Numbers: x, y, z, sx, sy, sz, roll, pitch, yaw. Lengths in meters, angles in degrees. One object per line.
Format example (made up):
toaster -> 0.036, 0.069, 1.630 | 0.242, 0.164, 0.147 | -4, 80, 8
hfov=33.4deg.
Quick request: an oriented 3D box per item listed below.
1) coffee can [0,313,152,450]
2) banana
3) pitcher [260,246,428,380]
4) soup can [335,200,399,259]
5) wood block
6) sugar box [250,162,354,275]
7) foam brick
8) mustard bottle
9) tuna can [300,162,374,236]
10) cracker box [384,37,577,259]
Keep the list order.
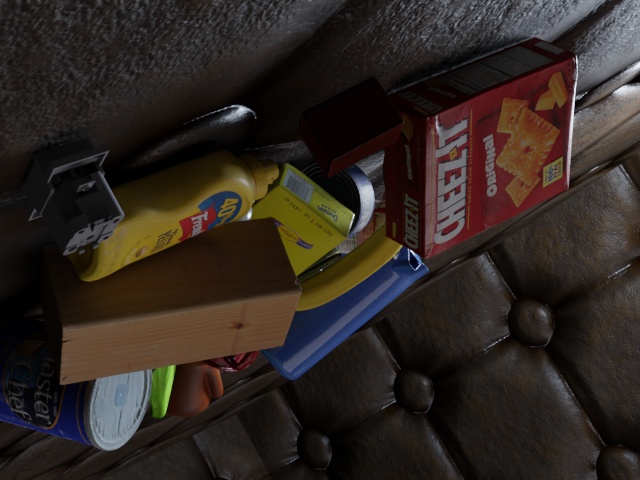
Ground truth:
coffee can -> -0.244, 0.131, 1.001 | 0.140, 0.103, 0.102 | 10, -174, 22
banana -> 0.030, 0.032, 1.190 | 0.198, 0.037, 0.069 | -34, 169, 20
pitcher -> 0.011, 0.066, 1.432 | 0.243, 0.145, 0.149 | -42, 167, -3
soup can -> 0.043, -0.016, 1.266 | 0.102, 0.068, 0.068 | 6, 177, 12
wood block -> -0.134, 0.051, 0.939 | 0.205, 0.090, 0.091 | -8, 144, -22
sugar box -> -0.057, 0.002, 1.110 | 0.177, 0.093, 0.048 | -40, -159, 37
foam brick -> 0.028, -0.102, 0.965 | 0.078, 0.051, 0.053 | -28, 169, -12
mustard bottle -> -0.115, -0.031, 0.886 | 0.191, 0.058, 0.096 | -24, 164, -32
tuna can -> 0.013, -0.042, 1.124 | 0.086, 0.086, 0.033 | -36, 170, 32
cracker box -> 0.167, -0.096, 1.096 | 0.213, 0.072, 0.164 | -25, 128, -29
